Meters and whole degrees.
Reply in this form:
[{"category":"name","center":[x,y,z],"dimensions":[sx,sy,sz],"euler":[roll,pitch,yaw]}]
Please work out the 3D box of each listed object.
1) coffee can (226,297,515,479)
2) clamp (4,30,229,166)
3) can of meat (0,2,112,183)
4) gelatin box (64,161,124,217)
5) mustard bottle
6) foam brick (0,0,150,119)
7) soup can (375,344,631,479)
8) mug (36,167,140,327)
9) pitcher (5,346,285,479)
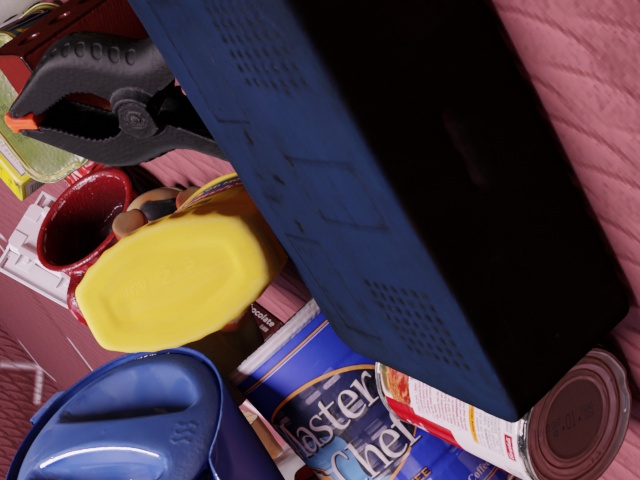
[{"category":"coffee can","center":[0.032,0.093,0.593],"dimensions":[0.140,0.102,0.103],"euler":[48,160,2]},{"category":"clamp","center":[-0.078,-0.066,0.541],"dimensions":[0.172,0.039,0.120],"euler":[-7,127,31]},{"category":"can of meat","center":[-0.174,-0.094,0.682],"dimensions":[0.102,0.057,0.084],"euler":[54,-161,-14]},{"category":"gelatin box","center":[-0.184,-0.045,0.889],"dimensions":[0.073,0.030,0.089],"euler":[31,154,40]},{"category":"mustard bottle","center":[-0.054,0.000,0.571],"dimensions":[0.058,0.096,0.191],"euler":[63,-167,-7]},{"category":"foam brick","center":[-0.136,-0.106,0.612],"dimensions":[0.053,0.078,0.051],"euler":[14,140,54]},{"category":"soup can","center":[0.083,0.068,0.493],"dimensions":[0.102,0.068,0.068],"euler":[17,143,55]},{"category":"mug","center":[-0.160,0.014,0.821],"dimensions":[0.093,0.117,0.081],"euler":[-11,142,32]},{"category":"pitcher","center":[-0.069,0.183,0.627],"dimensions":[0.149,0.145,0.242],"euler":[-95,-20,-54]}]
